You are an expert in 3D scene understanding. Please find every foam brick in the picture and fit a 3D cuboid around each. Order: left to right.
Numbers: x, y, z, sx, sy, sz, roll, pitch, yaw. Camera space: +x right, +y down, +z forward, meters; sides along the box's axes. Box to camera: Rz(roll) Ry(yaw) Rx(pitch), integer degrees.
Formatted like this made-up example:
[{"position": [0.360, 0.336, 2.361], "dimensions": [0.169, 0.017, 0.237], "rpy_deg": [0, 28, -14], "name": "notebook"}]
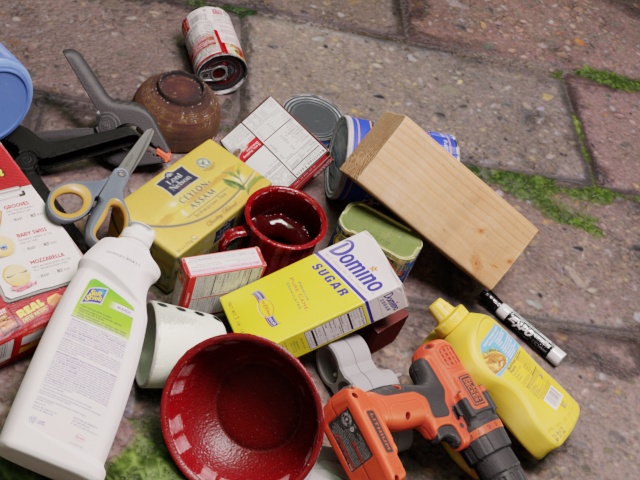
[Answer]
[{"position": [0.048, 0.079, 1.170], "dimensions": [0.052, 0.051, 0.078], "rpy_deg": [-25, 62, -36], "name": "foam brick"}]

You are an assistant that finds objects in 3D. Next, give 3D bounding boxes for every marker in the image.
[{"position": [0.233, 0.100, 1.240], "dimensions": [0.121, 0.020, 0.020], "rpy_deg": [41, 49, 18], "name": "marker"}]

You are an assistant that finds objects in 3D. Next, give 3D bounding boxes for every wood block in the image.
[{"position": [0.134, -0.047, 1.217], "dimensions": [0.206, 0.090, 0.091], "rpy_deg": [38, 1, -15], "name": "wood block"}]

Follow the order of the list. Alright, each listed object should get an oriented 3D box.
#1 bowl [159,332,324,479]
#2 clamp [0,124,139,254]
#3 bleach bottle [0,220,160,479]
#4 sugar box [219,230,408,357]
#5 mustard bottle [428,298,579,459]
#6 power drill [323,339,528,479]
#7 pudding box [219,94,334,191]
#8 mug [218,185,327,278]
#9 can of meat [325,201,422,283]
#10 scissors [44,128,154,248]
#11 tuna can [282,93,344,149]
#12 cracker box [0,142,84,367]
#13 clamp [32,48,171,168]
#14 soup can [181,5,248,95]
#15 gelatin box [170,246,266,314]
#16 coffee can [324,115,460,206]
[{"position": [-0.067, 0.163, 1.010], "dimensions": [0.162, 0.162, 0.055], "rpy_deg": [33, 12, 11], "name": "bowl"}, {"position": [-0.314, -0.087, 1.184], "dimensions": [0.210, 0.036, 0.164], "rpy_deg": [22, 61, 6], "name": "clamp"}, {"position": [-0.206, 0.097, 0.997], "dimensions": [0.102, 0.068, 0.250], "rpy_deg": [27, 62, -15], "name": "bleach bottle"}, {"position": [-0.008, 0.063, 1.111], "dimensions": [0.176, 0.048, 0.093], "rpy_deg": [-27, 47, -4], "name": "sugar box"}, {"position": [0.187, 0.135, 1.131], "dimensions": [0.191, 0.058, 0.096], "rpy_deg": [46, 35, 3], "name": "mustard bottle"}, {"position": [0.102, 0.190, 1.017], "dimensions": [0.187, 0.057, 0.184], "rpy_deg": [-7, 58, -45], "name": "power drill"}, {"position": [-0.053, -0.107, 1.282], "dimensions": [0.090, 0.039, 0.113], "rpy_deg": [-42, 71, -5], "name": "pudding box"}, {"position": [-0.058, 0.001, 1.180], "dimensions": [0.117, 0.082, 0.093], "rpy_deg": [-10, 54, -28], "name": "mug"}, {"position": [0.057, 0.015, 1.208], "dimensions": [0.102, 0.084, 0.057], "rpy_deg": [29, 46, 6], "name": "can of meat"}, {"position": [-0.232, -0.068, 1.128], "dimensions": [0.096, 0.016, 0.201], "rpy_deg": [19, 43, -18], "name": "scissors"}, {"position": [-0.012, -0.147, 1.364], "dimensions": [0.086, 0.034, 0.086], "rpy_deg": [10, 47, -11], "name": "tuna can"}, {"position": [-0.339, 0.018, 1.056], "dimensions": [0.163, 0.072, 0.214], "rpy_deg": [-28, 70, -37], "name": "cracker box"}, {"position": [-0.248, -0.144, 1.236], "dimensions": [0.171, 0.120, 0.039], "rpy_deg": [18, 10, -8], "name": "clamp"}, {"position": [-0.139, -0.248, 1.386], "dimensions": [0.068, 0.069, 0.102], "rpy_deg": [-3, 50, -22], "name": "soup can"}, {"position": [-0.108, 0.044, 1.129], "dimensions": [0.089, 0.073, 0.030], "rpy_deg": [-10, 54, -27], "name": "gelatin box"}, {"position": [0.086, -0.090, 1.300], "dimensions": [0.140, 0.103, 0.103], "rpy_deg": [9, 47, -13], "name": "coffee can"}]
